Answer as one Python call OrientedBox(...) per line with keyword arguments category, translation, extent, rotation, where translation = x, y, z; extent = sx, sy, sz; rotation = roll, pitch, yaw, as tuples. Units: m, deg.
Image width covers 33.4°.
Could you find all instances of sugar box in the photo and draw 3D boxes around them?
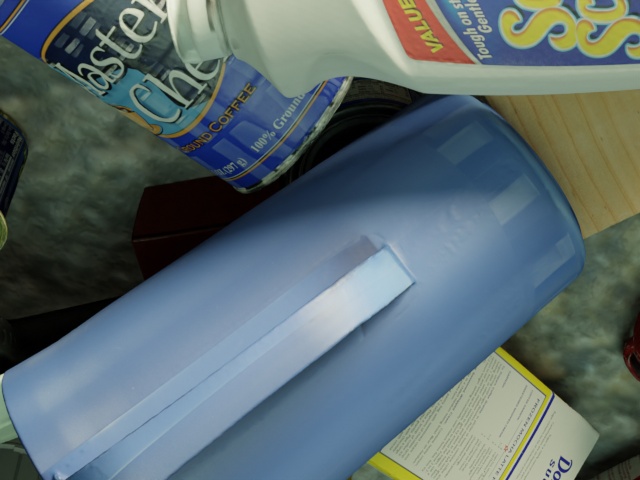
OrientedBox(category="sugar box", translation=(0.083, 0.107, 0.600), extent=(0.176, 0.048, 0.093), rotation=(41, 78, -42))

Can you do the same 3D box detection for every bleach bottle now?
OrientedBox(category="bleach bottle", translation=(0.070, -0.093, 0.394), extent=(0.251, 0.068, 0.102), rotation=(-9, 116, 6))

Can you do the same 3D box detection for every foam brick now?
OrientedBox(category="foam brick", translation=(-0.054, 0.001, 0.563), extent=(0.078, 0.051, 0.053), rotation=(-9, 124, 2))

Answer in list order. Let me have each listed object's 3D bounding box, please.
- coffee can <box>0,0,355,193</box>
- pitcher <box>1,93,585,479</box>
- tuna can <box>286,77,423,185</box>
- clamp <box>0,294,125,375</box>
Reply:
OrientedBox(category="coffee can", translation=(-0.064, -0.100, 0.465), extent=(0.140, 0.103, 0.103), rotation=(33, 115, -22))
OrientedBox(category="pitcher", translation=(-0.006, 0.042, 0.464), extent=(0.243, 0.149, 0.145), rotation=(-37, 130, -4))
OrientedBox(category="tuna can", translation=(0.024, -0.040, 0.551), extent=(0.086, 0.034, 0.086), rotation=(-2, 123, -3))
OrientedBox(category="clamp", translation=(-0.190, 0.067, 0.539), extent=(0.165, 0.209, 0.036), rotation=(-29, 77, 19))
